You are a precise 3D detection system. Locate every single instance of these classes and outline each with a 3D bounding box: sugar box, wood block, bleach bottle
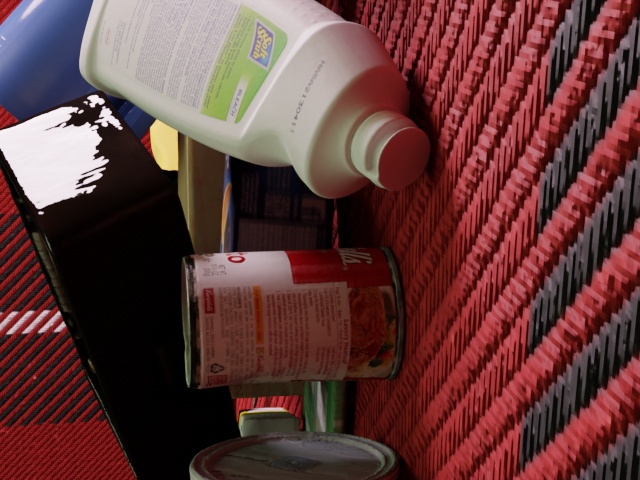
[{"bbox_3d":[-0.041,0.175,0.806,0.176,0.048,0.093,110,158,-82],"label":"sugar box"},{"bbox_3d":[-0.054,0.001,0.766,0.091,0.090,0.206,-136,45,-75],"label":"wood block"},{"bbox_3d":[-0.037,-0.081,0.540,0.251,0.067,0.103,38,115,45],"label":"bleach bottle"}]

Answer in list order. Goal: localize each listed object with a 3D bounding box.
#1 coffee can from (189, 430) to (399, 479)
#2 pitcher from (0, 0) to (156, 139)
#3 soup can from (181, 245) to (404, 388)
[{"bbox_3d":[-0.011,0.176,0.528,0.103,0.102,0.140,-155,63,-78],"label":"coffee can"},{"bbox_3d":[-0.130,-0.168,0.777,0.243,0.149,0.145,-50,-3,2],"label":"pitcher"},{"bbox_3d":[-0.016,0.038,0.530,0.068,0.102,0.068,178,90,-80],"label":"soup can"}]
